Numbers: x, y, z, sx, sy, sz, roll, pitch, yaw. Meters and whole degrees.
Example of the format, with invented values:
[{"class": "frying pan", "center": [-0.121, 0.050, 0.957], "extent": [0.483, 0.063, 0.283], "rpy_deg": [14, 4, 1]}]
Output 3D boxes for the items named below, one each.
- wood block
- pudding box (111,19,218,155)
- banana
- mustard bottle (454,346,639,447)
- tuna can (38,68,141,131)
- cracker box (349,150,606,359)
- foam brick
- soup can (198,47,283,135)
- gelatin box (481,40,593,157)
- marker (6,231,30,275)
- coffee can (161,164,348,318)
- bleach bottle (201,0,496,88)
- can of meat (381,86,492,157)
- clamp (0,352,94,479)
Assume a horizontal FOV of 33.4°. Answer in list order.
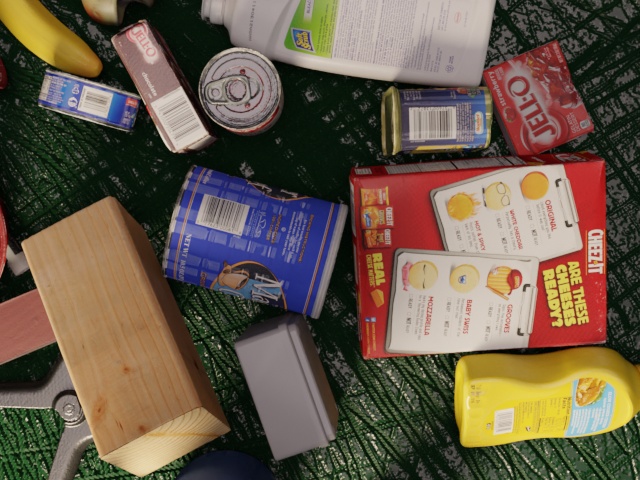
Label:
[{"class": "wood block", "center": [-0.164, 0.080, 0.899], "extent": [0.090, 0.090, 0.206], "rpy_deg": [-27, 65, 0]}, {"class": "pudding box", "center": [-0.134, -0.131, 0.932], "extent": [0.039, 0.090, 0.113], "rpy_deg": [-27, 93, 3]}, {"class": "banana", "center": [-0.267, -0.221, 0.945], "extent": [0.070, 0.037, 0.198], "rpy_deg": [-21, 103, 43]}, {"class": "mustard bottle", "center": [0.217, 0.136, 0.945], "extent": [0.191, 0.058, 0.096], "rpy_deg": [-5, 130, 0]}, {"class": "tuna can", "center": [-0.202, -0.122, 0.934], "extent": [0.086, 0.086, 0.034], "rpy_deg": [16, 93, -1]}, {"class": "cracker box", "center": [0.136, 0.011, 0.936], "extent": [0.213, 0.072, 0.164], "rpy_deg": [-4, 104, -1]}, {"class": "foam brick", "center": [-0.266, 0.075, 0.959], "extent": [0.078, 0.053, 0.051], "rpy_deg": [-23, 92, 1]}, {"class": "soup can", "center": [-0.066, -0.127, 0.925], "extent": [0.068, 0.102, 0.068], "rpy_deg": [0, 92, 0]}, {"class": "gelatin box", "center": [0.194, -0.124, 0.960], "extent": [0.073, 0.030, 0.089], "rpy_deg": [-23, 92, 1]}, {"class": "marker", "center": [-0.304, -0.022, 0.972], "extent": [0.020, 0.020, 0.121], "rpy_deg": [-34, 92, 1]}, {"class": "coffee can", "center": [-0.056, 0.001, 0.930], "extent": [0.140, 0.103, 0.103], "rpy_deg": [15, 92, 0]}, {"class": "bleach bottle", "center": [0.022, -0.198, 0.940], "extent": [0.251, 0.068, 0.102], "rpy_deg": [9, 104, 2]}, {"class": "can of meat", "center": [0.099, -0.103, 0.926], "extent": [0.084, 0.102, 0.057], "rpy_deg": [-2, 92, -2]}, {"class": "clamp", "center": [-0.223, 0.162, 0.970], "extent": [0.210, 0.036, 0.164], "rpy_deg": [-29, 92, 1]}]
